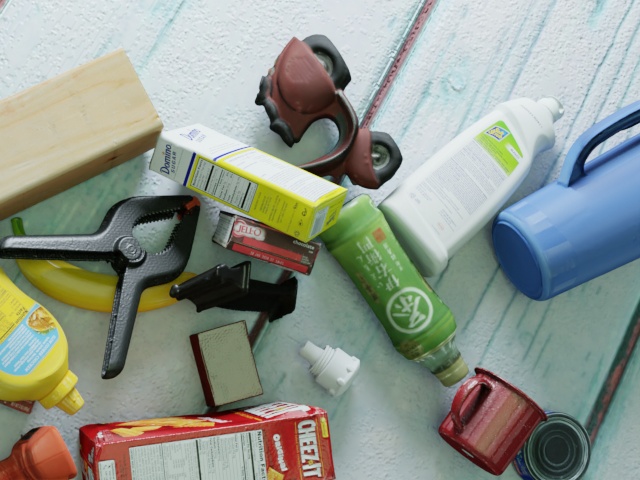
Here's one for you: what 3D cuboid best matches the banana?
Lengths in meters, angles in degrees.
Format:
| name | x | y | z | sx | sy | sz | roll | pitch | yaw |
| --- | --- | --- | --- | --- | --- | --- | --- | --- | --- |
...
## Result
| name | x | y | z | sx | sy | sz | roll | pitch | yaw |
| --- | --- | --- | --- | --- | --- | --- | --- | --- | --- |
| banana | -0.219 | 0.037 | 1.058 | 0.197 | 0.037 | 0.069 | 19 | 79 | -13 |

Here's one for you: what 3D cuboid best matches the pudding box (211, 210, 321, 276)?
| name | x | y | z | sx | sy | sz | roll | pitch | yaw |
| --- | --- | --- | --- | --- | --- | --- | --- | --- | --- |
| pudding box | -0.057 | 0.001 | 1.070 | 0.090 | 0.114 | 0.039 | 19 | 88 | -14 |

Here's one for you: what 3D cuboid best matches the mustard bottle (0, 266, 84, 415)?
| name | x | y | z | sx | sy | sz | roll | pitch | yaw |
| --- | --- | --- | --- | --- | --- | --- | --- | --- | --- |
| mustard bottle | -0.290 | 0.089 | 0.978 | 0.191 | 0.058 | 0.096 | 47 | 38 | -14 |

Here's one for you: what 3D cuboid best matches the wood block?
| name | x | y | z | sx | sy | sz | roll | pitch | yaw |
| --- | --- | --- | --- | --- | --- | --- | --- | --- | --- |
| wood block | -0.267 | -0.094 | 1.031 | 0.205 | 0.091 | 0.090 | -28 | 88 | -18 |

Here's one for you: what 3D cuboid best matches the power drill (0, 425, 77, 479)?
| name | x | y | z | sx | sy | sz | roll | pitch | yaw |
| --- | --- | --- | --- | --- | --- | --- | --- | --- | --- |
| power drill | -0.314 | 0.229 | 0.941 | 0.187 | 0.185 | 0.057 | -24 | 91 | -27 |

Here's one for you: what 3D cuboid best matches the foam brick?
| name | x | y | z | sx | sy | sz | roll | pitch | yaw |
| --- | --- | --- | --- | --- | --- | --- | --- | --- | --- |
| foam brick | -0.096 | 0.125 | 1.076 | 0.053 | 0.051 | 0.078 | -13 | 87 | -17 |

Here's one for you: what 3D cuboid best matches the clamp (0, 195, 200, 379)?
| name | x | y | z | sx | sy | sz | roll | pitch | yaw |
| --- | --- | --- | --- | --- | --- | --- | --- | --- | --- |
| clamp | -0.186 | 0.026 | 1.034 | 0.209 | 0.036 | 0.164 | -33 | 87 | -38 |

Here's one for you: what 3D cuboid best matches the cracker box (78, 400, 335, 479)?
| name | x | y | z | sx | sy | sz | roll | pitch | yaw |
| --- | --- | --- | --- | --- | --- | --- | --- | --- | --- |
| cracker box | -0.113 | 0.198 | 1.004 | 0.213 | 0.164 | 0.072 | -6 | 87 | -17 |

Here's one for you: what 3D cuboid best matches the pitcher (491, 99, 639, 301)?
| name | x | y | z | sx | sy | sz | roll | pitch | yaw |
| --- | --- | --- | --- | --- | --- | --- | --- | --- | --- |
| pitcher | 0.313 | -0.039 | 1.176 | 0.242 | 0.145 | 0.149 | -25 | 73 | -15 |

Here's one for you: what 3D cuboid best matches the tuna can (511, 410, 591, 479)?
| name | x | y | z | sx | sy | sz | roll | pitch | yaw |
| --- | --- | --- | --- | --- | --- | --- | --- | --- | --- |
| tuna can | 0.254 | 0.231 | 1.175 | 0.086 | 0.034 | 0.086 | 2 | 83 | -16 |

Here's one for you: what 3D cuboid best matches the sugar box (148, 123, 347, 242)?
| name | x | y | z | sx | sy | sz | roll | pitch | yaw |
| --- | --- | --- | --- | --- | --- | --- | --- | --- | --- |
| sugar box | -0.070 | -0.059 | 1.053 | 0.176 | 0.093 | 0.048 | 23 | 109 | 14 |

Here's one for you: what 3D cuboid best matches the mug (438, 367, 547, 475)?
| name | x | y | z | sx | sy | sz | roll | pitch | yaw |
| --- | --- | --- | --- | --- | --- | --- | --- | --- | --- |
| mug | 0.173 | 0.187 | 1.122 | 0.081 | 0.093 | 0.117 | -52 | 134 | -11 |

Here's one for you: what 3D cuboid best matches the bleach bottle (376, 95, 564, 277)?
| name | x | y | z | sx | sy | sz | roll | pitch | yaw |
| --- | --- | --- | --- | --- | --- | --- | --- | --- | --- |
| bleach bottle | 0.180 | -0.073 | 1.175 | 0.250 | 0.068 | 0.102 | -39 | 87 | -19 |
